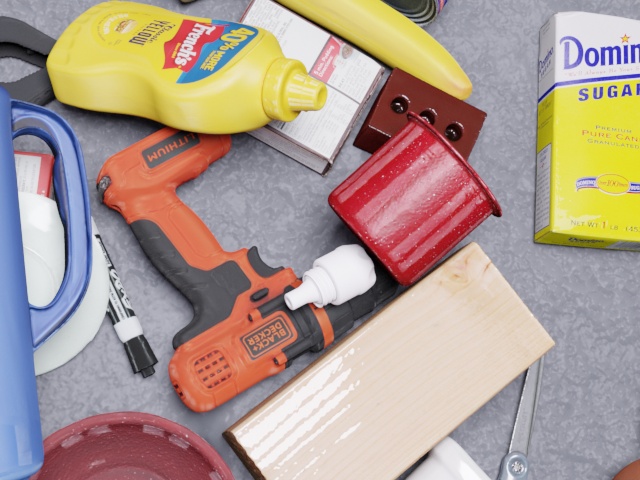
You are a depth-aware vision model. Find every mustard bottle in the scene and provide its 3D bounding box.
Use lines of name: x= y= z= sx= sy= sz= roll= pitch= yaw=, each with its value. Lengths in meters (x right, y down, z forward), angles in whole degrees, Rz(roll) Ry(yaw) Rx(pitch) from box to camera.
mustard bottle: x=-0.083 y=-0.113 z=0.718 sx=0.192 sy=0.058 sz=0.096 roll=15 pitch=44 yaw=25

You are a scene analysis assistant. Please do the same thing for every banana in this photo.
banana: x=0.024 y=-0.162 z=0.792 sx=0.197 sy=0.037 sz=0.069 roll=27 pitch=34 yaw=-9

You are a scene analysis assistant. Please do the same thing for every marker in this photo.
marker: x=-0.144 y=0.040 z=0.747 sx=0.020 sy=0.020 sz=0.121 roll=-25 pitch=83 yaw=-12

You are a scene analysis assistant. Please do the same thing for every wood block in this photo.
wood block: x=0.043 y=0.102 z=0.727 sx=0.206 sy=0.090 sz=0.091 roll=-37 pitch=86 yaw=-14

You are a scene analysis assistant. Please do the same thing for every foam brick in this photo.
foam brick: x=0.073 y=-0.082 z=0.787 sx=0.078 sy=0.051 sz=0.053 roll=26 pitch=76 yaw=-3

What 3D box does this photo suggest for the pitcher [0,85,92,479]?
pitcher: x=-0.227 y=0.029 z=0.641 sx=0.149 sy=0.144 sz=0.243 roll=-12 pitch=85 yaw=20

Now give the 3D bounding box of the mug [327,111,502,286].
mug: x=0.058 y=-0.026 z=0.718 sx=0.081 sy=0.117 sz=0.093 roll=-42 pitch=99 yaw=0

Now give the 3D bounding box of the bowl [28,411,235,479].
bowl: x=-0.129 y=0.194 z=0.700 sx=0.162 sy=0.055 sz=0.162 roll=2 pitch=79 yaw=-8

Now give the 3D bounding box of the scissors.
scissors: x=0.120 y=0.169 z=0.763 sx=0.096 sy=0.016 sz=0.202 roll=1 pitch=79 yaw=-8

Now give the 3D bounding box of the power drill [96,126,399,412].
power drill: x=-0.055 y=0.001 z=0.748 sx=0.184 sy=0.057 sz=0.188 roll=-30 pitch=83 yaw=-21

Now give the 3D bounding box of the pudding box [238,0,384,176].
pudding box: x=-0.022 y=-0.115 z=0.787 sx=0.113 sy=0.039 sz=0.090 roll=29 pitch=77 yaw=0

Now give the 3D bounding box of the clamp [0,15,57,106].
clamp: x=-0.257 y=-0.111 z=0.750 sx=0.171 sy=0.039 sz=0.120 roll=4 pitch=80 yaw=-8

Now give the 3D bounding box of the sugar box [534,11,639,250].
sugar box: x=0.214 y=-0.083 z=0.811 sx=0.093 sy=0.048 sz=0.176 roll=5 pitch=79 yaw=-7

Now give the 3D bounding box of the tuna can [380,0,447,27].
tuna can: x=0.059 y=-0.200 z=0.790 sx=0.086 sy=0.086 sz=0.033 roll=36 pitch=74 yaw=0
